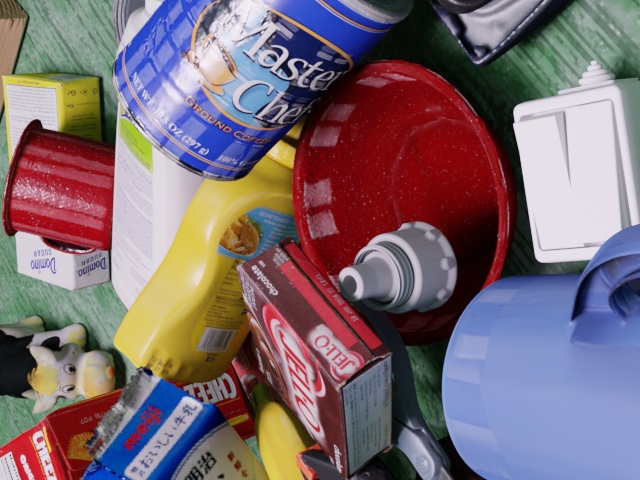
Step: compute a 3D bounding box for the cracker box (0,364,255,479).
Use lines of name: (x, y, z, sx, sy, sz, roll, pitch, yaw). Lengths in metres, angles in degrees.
cracker box: (-0.175, 0.168, 0.821, 0.214, 0.163, 0.072, -33, 76, 45)

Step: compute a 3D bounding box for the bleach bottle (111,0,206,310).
bleach bottle: (-0.101, -0.055, 0.729, 0.103, 0.067, 0.251, 42, 138, 38)

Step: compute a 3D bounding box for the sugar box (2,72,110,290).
sugar box: (-0.225, -0.053, 0.913, 0.094, 0.048, 0.176, 13, 111, 43)

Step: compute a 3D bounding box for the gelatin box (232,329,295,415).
gelatin box: (-0.021, 0.096, 0.739, 0.073, 0.030, 0.089, -40, 70, 43)

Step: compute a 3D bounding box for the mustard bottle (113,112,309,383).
mustard bottle: (-0.055, 0.001, 0.698, 0.058, 0.096, 0.192, 38, 103, 32)

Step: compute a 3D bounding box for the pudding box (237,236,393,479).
pudding box: (-0.001, 0.064, 0.569, 0.090, 0.039, 0.113, 49, 162, 31)

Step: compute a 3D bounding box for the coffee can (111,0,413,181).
coffee can: (-0.033, -0.115, 0.586, 0.140, 0.102, 0.103, -42, 68, 30)

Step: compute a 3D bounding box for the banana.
banana: (0.008, 0.180, 0.684, 0.037, 0.069, 0.198, -29, 88, 12)

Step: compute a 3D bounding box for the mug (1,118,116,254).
mug: (-0.192, -0.031, 0.830, 0.093, 0.081, 0.117, -79, 3, -46)

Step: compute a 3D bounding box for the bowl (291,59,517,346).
bowl: (0.057, -0.023, 0.612, 0.162, 0.055, 0.162, 13, 108, 45)

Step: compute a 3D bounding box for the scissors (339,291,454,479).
scissors: (0.049, 0.124, 0.606, 0.096, 0.016, 0.202, -43, 69, 52)
